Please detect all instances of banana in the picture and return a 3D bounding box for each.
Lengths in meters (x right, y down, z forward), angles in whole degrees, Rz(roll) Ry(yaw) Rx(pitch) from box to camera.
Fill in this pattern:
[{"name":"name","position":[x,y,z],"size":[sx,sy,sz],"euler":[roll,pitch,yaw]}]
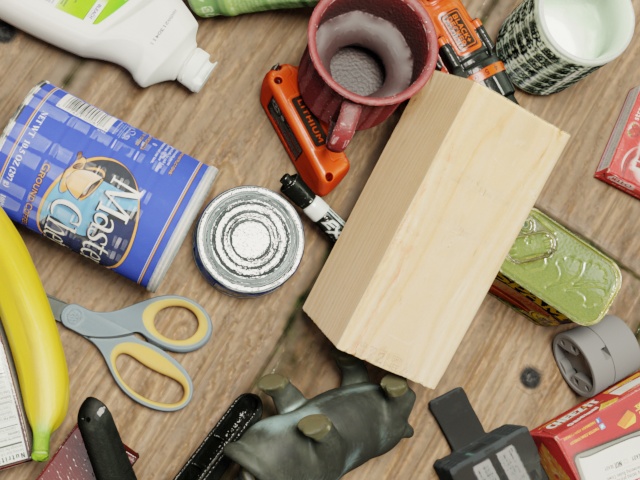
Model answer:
[{"name":"banana","position":[-0.211,0.052,0.753],"size":[0.037,0.070,0.198],"euler":[-16,101,-7]}]

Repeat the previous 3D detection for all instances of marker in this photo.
[{"name":"marker","position":[0.013,-0.008,0.827],"size":[0.121,0.020,0.020],"euler":[44,77,-19]}]

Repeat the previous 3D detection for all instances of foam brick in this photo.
[{"name":"foam brick","position":[-0.174,0.173,0.769],"size":[0.051,0.053,0.078],"euler":[36,78,-4]}]

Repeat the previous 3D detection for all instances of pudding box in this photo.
[{"name":"pudding box","position":[-0.263,0.116,0.769],"size":[0.090,0.039,0.113],"euler":[-14,87,-12]}]

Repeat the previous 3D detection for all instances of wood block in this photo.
[{"name":"wood block","position":[0.081,-0.010,0.784],"size":[0.090,0.091,0.206],"euler":[25,96,-22]}]

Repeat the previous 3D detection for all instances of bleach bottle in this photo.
[{"name":"bleach bottle","position":[-0.195,-0.187,0.810],"size":[0.250,0.068,0.102],"euler":[34,78,-7]}]

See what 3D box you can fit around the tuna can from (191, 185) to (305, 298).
[{"name":"tuna can","position":[-0.055,0.001,0.823],"size":[0.086,0.034,0.086],"euler":[1,82,-10]}]

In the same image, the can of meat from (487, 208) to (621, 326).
[{"name":"can of meat","position":[0.169,0.024,0.835],"size":[0.102,0.084,0.057],"euler":[33,78,-5]}]

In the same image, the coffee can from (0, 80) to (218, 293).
[{"name":"coffee can","position":[-0.159,-0.038,0.775],"size":[0.140,0.103,0.103],"euler":[27,79,-6]}]

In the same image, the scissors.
[{"name":"scissors","position":[-0.167,0.047,0.806],"size":[0.201,0.016,0.096],"euler":[41,78,-3]}]

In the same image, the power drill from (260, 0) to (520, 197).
[{"name":"power drill","position":[0.061,-0.108,0.849],"size":[0.187,0.057,0.184],"euler":[-28,84,-15]}]

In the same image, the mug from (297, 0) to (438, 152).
[{"name":"mug","position":[0.026,-0.117,0.770],"size":[0.093,0.082,0.117],"euler":[15,75,-7]}]

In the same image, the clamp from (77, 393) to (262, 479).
[{"name":"clamp","position":[-0.127,0.200,0.747],"size":[0.164,0.036,0.210],"euler":[19,89,-49]}]
